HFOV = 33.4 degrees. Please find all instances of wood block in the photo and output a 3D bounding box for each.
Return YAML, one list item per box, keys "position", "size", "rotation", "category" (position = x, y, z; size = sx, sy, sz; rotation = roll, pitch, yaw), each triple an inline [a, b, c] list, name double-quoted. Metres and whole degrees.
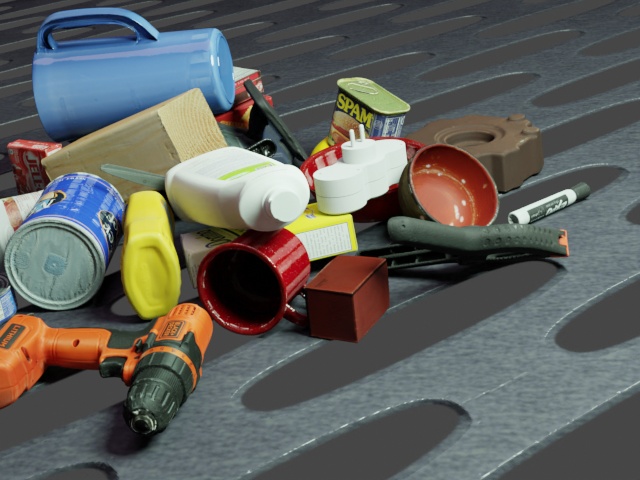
- position: [-0.226, -0.102, 1.296]
  size: [0.206, 0.090, 0.090]
  rotation: [-16, 16, 35]
  category: "wood block"

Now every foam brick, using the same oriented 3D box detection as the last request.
- position: [0.026, 0.053, 1.004]
  size: [0.053, 0.051, 0.078]
  rotation: [6, 26, 28]
  category: "foam brick"

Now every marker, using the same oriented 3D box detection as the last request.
- position: [0.259, -0.041, 1.195]
  size: [0.120, 0.020, 0.020]
  rotation: [-22, 28, -31]
  category: "marker"

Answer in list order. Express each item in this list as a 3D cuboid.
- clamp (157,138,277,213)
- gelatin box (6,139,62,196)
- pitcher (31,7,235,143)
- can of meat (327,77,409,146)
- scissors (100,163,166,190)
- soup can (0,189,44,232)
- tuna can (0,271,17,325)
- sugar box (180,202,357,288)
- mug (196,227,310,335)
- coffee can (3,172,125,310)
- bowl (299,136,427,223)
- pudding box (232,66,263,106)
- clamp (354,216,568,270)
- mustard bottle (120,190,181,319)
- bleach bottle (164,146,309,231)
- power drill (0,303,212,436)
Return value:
- position: [-0.136, -0.067, 1.284]
  size: [0.172, 0.039, 0.120]
  rotation: [-24, 14, 14]
  category: "clamp"
- position: [-0.360, -0.083, 1.370]
  size: [0.073, 0.089, 0.030]
  rotation: [9, 28, 32]
  category: "gelatin box"
- position: [-0.241, -0.214, 1.373]
  size: [0.243, 0.145, 0.149]
  rotation: [-7, -10, 8]
  category: "pitcher"
- position: [0.058, -0.148, 1.354]
  size: [0.057, 0.084, 0.102]
  rotation: [-12, 38, -37]
  category: "can of meat"
- position: [-0.134, -0.070, 1.183]
  size: [0.201, 0.096, 0.016]
  rotation: [30, 15, -31]
  category: "scissors"
- position: [-0.333, -0.027, 1.263]
  size: [0.102, 0.068, 0.069]
  rotation: [-18, 26, -24]
  category: "soup can"
- position: [-0.359, 0.064, 1.104]
  size: [0.086, 0.034, 0.086]
  rotation: [-6, 24, 2]
  category: "tuna can"
- position: [-0.057, 0.001, 1.132]
  size: [0.176, 0.048, 0.093]
  rotation: [-11, 15, -9]
  category: "sugar box"
- position: [-0.050, 0.040, 1.027]
  size: [0.117, 0.093, 0.081]
  rotation: [32, 28, 8]
  category: "mug"
- position: [-0.270, -0.002, 1.145]
  size: [0.103, 0.103, 0.140]
  rotation: [-5, 23, 3]
  category: "coffee can"
- position: [0.057, -0.065, 1.252]
  size: [0.162, 0.055, 0.162]
  rotation: [-7, 28, 3]
  category: "bowl"
- position: [-0.151, -0.216, 1.501]
  size: [0.114, 0.039, 0.089]
  rotation: [17, 35, 37]
  category: "pudding box"
- position: [0.143, 0.003, 1.038]
  size: [0.210, 0.036, 0.164]
  rotation: [-2, -11, -3]
  category: "clamp"
- position: [-0.180, 0.001, 1.123]
  size: [0.058, 0.096, 0.192]
  rotation: [-9, 24, -6]
  category: "mustard bottle"
- position: [-0.079, -0.045, 1.057]
  size: [0.102, 0.068, 0.251]
  rotation: [-24, 16, -15]
  category: "bleach bottle"
- position: [-0.196, 0.112, 0.926]
  size: [0.188, 0.057, 0.184]
  rotation: [-1, 20, 7]
  category: "power drill"
